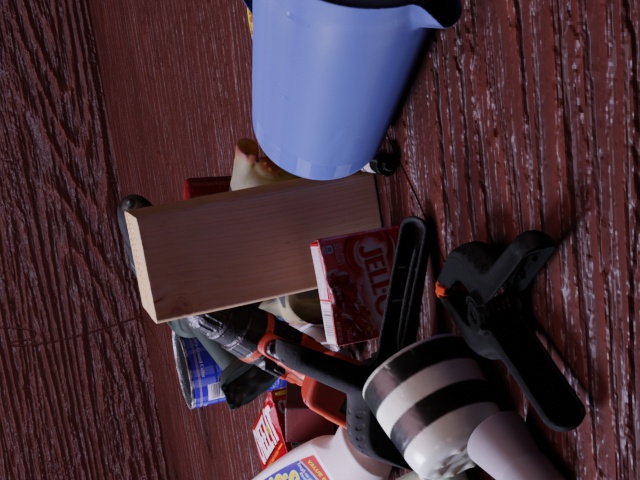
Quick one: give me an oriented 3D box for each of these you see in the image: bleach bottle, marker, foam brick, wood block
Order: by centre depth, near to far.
[{"bbox_3d":[0.037,-0.068,0.903,0.121,0.020,0.020,-156,56,-71],"label":"marker"},{"bbox_3d":[-0.056,0.001,0.932,0.090,0.205,0.091,-160,59,-72],"label":"wood block"},{"bbox_3d":[-0.002,0.240,1.067,0.251,0.067,0.102,-50,53,42],"label":"bleach bottle"},{"bbox_3d":[-0.011,0.171,1.140,0.078,0.053,0.051,-90,0,-56],"label":"foam brick"}]

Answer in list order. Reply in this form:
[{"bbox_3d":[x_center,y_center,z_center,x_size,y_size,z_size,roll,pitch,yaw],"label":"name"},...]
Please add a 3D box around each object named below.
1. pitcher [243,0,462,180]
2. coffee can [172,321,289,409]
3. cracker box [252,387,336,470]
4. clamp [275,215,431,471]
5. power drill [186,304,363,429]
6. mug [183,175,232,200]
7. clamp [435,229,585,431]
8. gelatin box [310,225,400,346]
[{"bbox_3d":[0.004,-0.152,0.757,0.243,0.145,0.149,104,163,-63],"label":"pitcher"},{"bbox_3d":[-0.101,0.141,1.306,0.103,0.140,0.103,169,90,-75],"label":"coffee can"},{"bbox_3d":[-0.017,0.291,1.244,0.164,0.072,0.214,114,142,-63],"label":"cracker box"},{"bbox_3d":[0.054,0.095,0.827,0.036,0.164,0.210,18,145,42],"label":"clamp"},{"bbox_3d":[-0.020,0.108,0.960,0.188,0.184,0.057,24,86,59],"label":"power drill"},{"bbox_3d":[-0.109,-0.022,1.196,0.093,0.081,0.117,101,162,-50],"label":"mug"},{"bbox_3d":[0.113,0.034,0.673,0.172,0.039,0.120,-138,41,-65],"label":"clamp"},{"bbox_3d":[0.036,0.037,0.880,0.030,0.073,0.089,179,81,-73],"label":"gelatin box"}]
